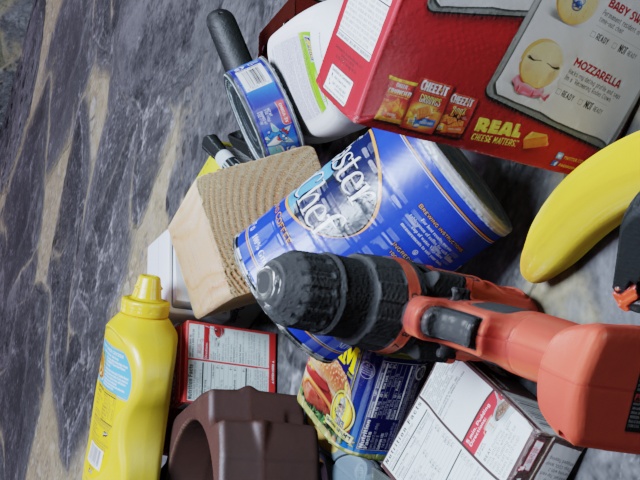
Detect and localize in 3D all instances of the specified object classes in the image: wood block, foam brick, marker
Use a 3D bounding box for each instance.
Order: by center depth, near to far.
[{"bbox_3d":[-0.055,0.000,0.832,0.206,0.090,0.090,148,104,-75],"label":"wood block"},{"bbox_3d":[-0.018,-0.174,0.949,0.078,0.051,0.053,-36,49,56],"label":"foam brick"},{"bbox_3d":[-0.076,-0.061,1.008,0.121,0.020,0.020,47,126,31],"label":"marker"}]

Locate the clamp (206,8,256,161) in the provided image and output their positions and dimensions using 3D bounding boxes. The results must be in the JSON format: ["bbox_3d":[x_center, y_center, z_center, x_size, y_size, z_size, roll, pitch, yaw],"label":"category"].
[{"bbox_3d":[-0.046,-0.082,0.944,0.164,0.036,0.210,87,157,-59],"label":"clamp"}]

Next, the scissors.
[{"bbox_3d":[0.025,0.179,0.760,0.202,0.016,0.096,49,126,59],"label":"scissors"}]

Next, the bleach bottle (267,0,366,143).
[{"bbox_3d":[0.017,-0.115,0.736,0.251,0.068,0.102,-143,32,-78],"label":"bleach bottle"}]

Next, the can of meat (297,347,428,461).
[{"bbox_3d":[0.029,0.092,0.742,0.102,0.057,0.084,43,121,60],"label":"can of meat"}]

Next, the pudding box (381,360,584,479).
[{"bbox_3d":[0.089,0.123,0.612,0.090,0.039,0.114,-64,26,9],"label":"pudding box"}]

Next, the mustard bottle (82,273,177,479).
[{"bbox_3d":[-0.158,0.123,0.904,0.096,0.058,0.192,19,102,61],"label":"mustard bottle"}]

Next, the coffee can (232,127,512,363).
[{"bbox_3d":[0.032,-0.005,0.659,0.140,0.102,0.103,-38,39,14],"label":"coffee can"}]

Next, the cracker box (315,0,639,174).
[{"bbox_3d":[0.110,-0.151,0.546,0.072,0.164,0.214,52,126,56],"label":"cracker box"}]

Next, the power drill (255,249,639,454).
[{"bbox_3d":[0.082,0.047,0.524,0.188,0.184,0.057,20,99,55],"label":"power drill"}]

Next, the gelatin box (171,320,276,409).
[{"bbox_3d":[-0.084,0.113,0.926,0.030,0.089,0.073,-37,48,55],"label":"gelatin box"}]

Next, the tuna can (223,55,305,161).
[{"bbox_3d":[-0.044,-0.097,0.831,0.086,0.033,0.086,156,90,-81],"label":"tuna can"}]
